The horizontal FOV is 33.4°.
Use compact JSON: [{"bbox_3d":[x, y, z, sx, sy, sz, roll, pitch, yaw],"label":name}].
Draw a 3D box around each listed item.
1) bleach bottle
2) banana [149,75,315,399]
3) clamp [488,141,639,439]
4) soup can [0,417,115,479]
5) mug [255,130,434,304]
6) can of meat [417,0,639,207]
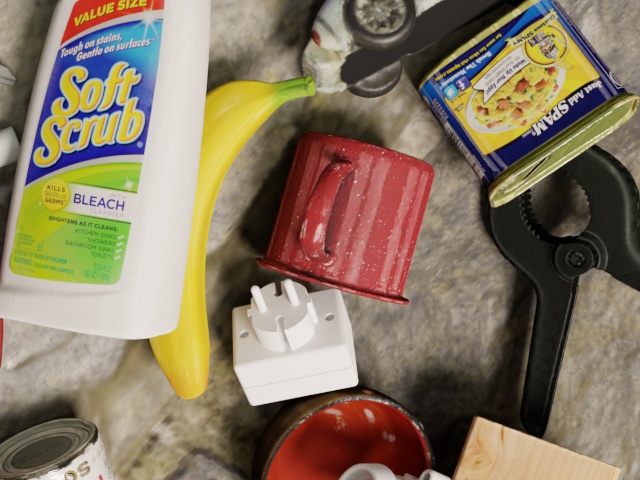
[{"bbox_3d":[-0.111,-0.080,0.563,0.103,0.068,0.251,8,94,17],"label":"bleach bottle"},{"bbox_3d":[-0.068,-0.010,0.602,0.037,0.070,0.198,-4,116,-65],"label":"banana"},{"bbox_3d":[0.158,0.018,0.673,0.165,0.036,0.210,-33,86,23],"label":"clamp"},{"bbox_3d":[-0.144,0.161,0.608,0.068,0.069,0.102,-20,107,-15],"label":"soup can"},{"bbox_3d":[0.014,-0.015,0.605,0.093,0.117,0.081,16,92,19],"label":"mug"},{"bbox_3d":[0.119,-0.083,0.628,0.102,0.057,0.084,-34,76,5],"label":"can of meat"}]
